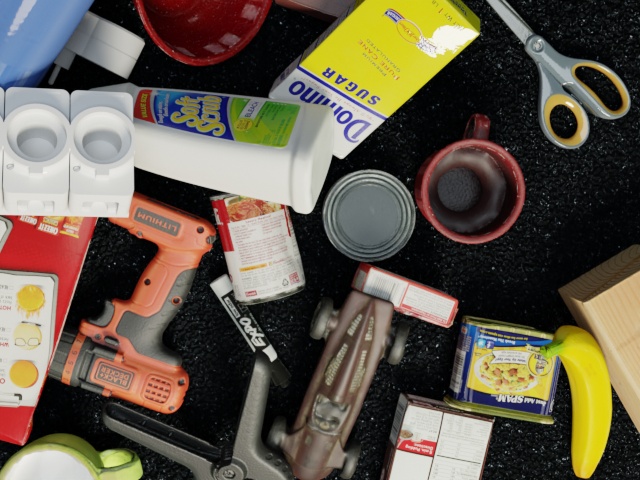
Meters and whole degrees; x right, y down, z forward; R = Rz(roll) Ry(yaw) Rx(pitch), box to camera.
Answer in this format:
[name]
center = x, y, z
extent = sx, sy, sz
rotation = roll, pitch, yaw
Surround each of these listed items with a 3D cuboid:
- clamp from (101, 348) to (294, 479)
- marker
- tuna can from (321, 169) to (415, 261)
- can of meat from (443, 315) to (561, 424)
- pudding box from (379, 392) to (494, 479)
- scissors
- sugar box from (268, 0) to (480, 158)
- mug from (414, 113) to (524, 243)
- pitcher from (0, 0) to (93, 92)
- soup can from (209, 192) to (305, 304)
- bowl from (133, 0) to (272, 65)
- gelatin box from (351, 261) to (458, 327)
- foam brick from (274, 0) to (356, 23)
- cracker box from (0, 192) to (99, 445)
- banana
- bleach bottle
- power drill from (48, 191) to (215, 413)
[clamp]
center = -0.076, 0.194, 0.971
extent = 0.165, 0.036, 0.210
rotation = -26, 115, 17
[marker]
center = -0.064, 0.087, 1.008
extent = 0.020, 0.020, 0.121
rotation = -32, 96, -1
[tuna can]
center = 0.044, -0.024, 0.999
extent = 0.086, 0.034, 0.086
rotation = 0, 94, -4
[can of meat]
center = 0.175, 0.121, 1.009
extent = 0.102, 0.057, 0.084
rotation = 10, 91, -5
[pudding box]
center = 0.109, 0.211, 1.020
extent = 0.090, 0.039, 0.113
rotation = 13, 95, -5
[scissors]
center = 0.199, -0.163, 1.008
extent = 0.201, 0.016, 0.096
rotation = 31, 92, -6
[sugar box]
center = 0.046, -0.160, 0.941
extent = 0.093, 0.048, 0.176
rotation = 40, 117, -15
[mug]
center = 0.134, -0.058, 0.979
extent = 0.093, 0.081, 0.117
rotation = 8, 94, -5
[pitcher]
center = -0.222, -0.247, 0.851
extent = 0.145, 0.149, 0.243
rotation = 37, 109, 5
[soup can]
center = -0.056, 0.001, 0.978
extent = 0.068, 0.068, 0.102
rotation = -14, 96, -3
[bowl]
center = -0.114, -0.238, 0.938
extent = 0.161, 0.055, 0.162
rotation = -22, 122, -41
[gelatin box]
center = 0.077, 0.050, 0.988
extent = 0.089, 0.073, 0.030
rotation = 21, 91, -6
[foam brick]
center = 0.002, -0.231, 0.972
extent = 0.078, 0.051, 0.053
rotation = 20, 94, -5
[cracker box]
center = -0.297, 0.045, 0.911
extent = 0.164, 0.072, 0.214
rotation = 18, 94, -9
[banana]
center = 0.242, 0.141, 0.996
extent = 0.069, 0.037, 0.197
rotation = -38, 129, -17
[bleach bottle]
center = -0.119, -0.090, 0.938
extent = 0.251, 0.102, 0.068
rotation = 9, 132, 10
[power drill]
center = -0.188, 0.049, 0.980
extent = 0.184, 0.057, 0.188
rotation = 20, 95, -5
